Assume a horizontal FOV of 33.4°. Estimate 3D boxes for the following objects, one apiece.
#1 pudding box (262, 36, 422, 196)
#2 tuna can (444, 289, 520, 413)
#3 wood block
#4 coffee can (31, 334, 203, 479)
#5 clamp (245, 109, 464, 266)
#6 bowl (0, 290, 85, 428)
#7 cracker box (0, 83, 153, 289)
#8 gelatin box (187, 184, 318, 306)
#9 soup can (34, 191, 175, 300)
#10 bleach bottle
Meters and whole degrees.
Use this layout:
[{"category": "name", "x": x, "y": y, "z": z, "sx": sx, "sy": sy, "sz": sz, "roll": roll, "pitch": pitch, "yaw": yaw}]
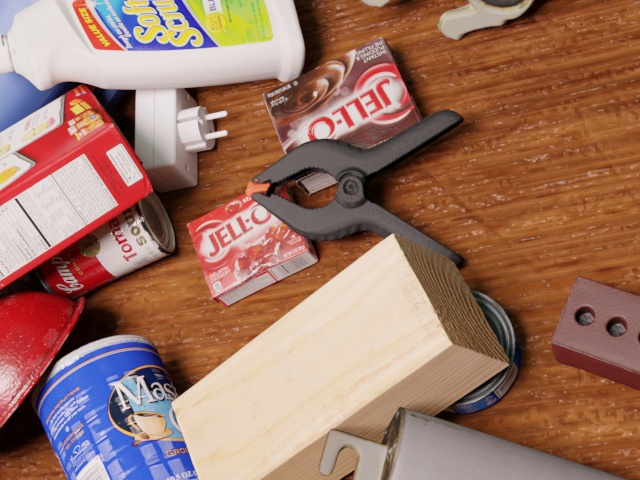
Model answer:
[{"category": "pudding box", "x": 0.020, "y": -0.100, "z": 0.866, "sx": 0.113, "sy": 0.039, "sz": 0.090, "roll": -26, "pitch": 64, "yaw": 10}, {"category": "tuna can", "x": 0.099, "y": 0.080, "z": 0.766, "sx": 0.086, "sy": 0.033, "sz": 0.086, "roll": -8, "pitch": 67, "yaw": 18}, {"category": "wood block", "x": 0.011, "y": 0.097, "z": 0.730, "sx": 0.206, "sy": 0.090, "sz": 0.090, "roll": -38, "pitch": 59, "yaw": 21}, {"category": "coffee can", "x": -0.139, "y": 0.155, "z": 0.785, "sx": 0.103, "sy": 0.102, "sz": 0.140, "roll": -35, "pitch": 61, "yaw": 4}, {"category": "clamp", "x": 0.032, "y": -0.048, "z": 0.815, "sx": 0.171, "sy": 0.039, "sz": 0.120, "roll": 9, "pitch": 80, "yaw": 6}, {"category": "bowl", "x": -0.252, "y": 0.094, "z": 0.823, "sx": 0.055, "sy": 0.162, "sz": 0.162, "roll": 39, "pitch": 84, "yaw": -14}, {"category": "cracker box", "x": -0.248, "y": -0.028, "z": 0.842, "sx": 0.213, "sy": 0.072, "sz": 0.164, "roll": -34, "pitch": 27, "yaw": -7}, {"category": "gelatin box", "x": -0.056, "y": 0.001, "z": 0.858, "sx": 0.089, "sy": 0.030, "sz": 0.073, "roll": -26, "pitch": 62, "yaw": 8}, {"category": "soup can", "x": -0.180, "y": 0.001, "z": 0.882, "sx": 0.102, "sy": 0.068, "sz": 0.068, "roll": -24, "pitch": 63, "yaw": 10}, {"category": "bleach bottle", "x": -0.146, "y": -0.163, "z": 0.878, "sx": 0.250, "sy": 0.068, "sz": 0.102, "roll": -12, "pitch": 74, "yaw": -12}]
